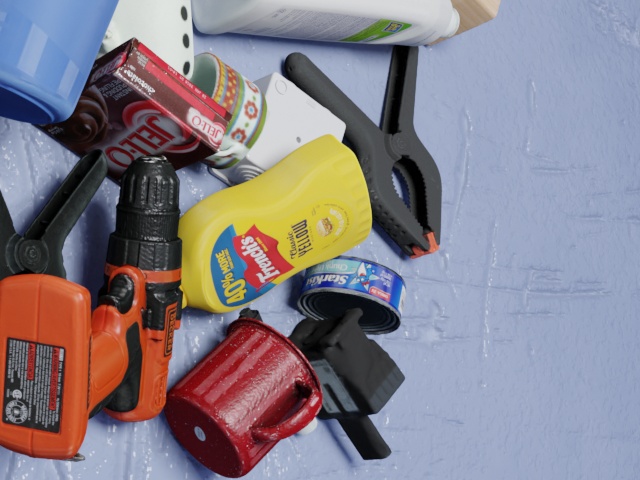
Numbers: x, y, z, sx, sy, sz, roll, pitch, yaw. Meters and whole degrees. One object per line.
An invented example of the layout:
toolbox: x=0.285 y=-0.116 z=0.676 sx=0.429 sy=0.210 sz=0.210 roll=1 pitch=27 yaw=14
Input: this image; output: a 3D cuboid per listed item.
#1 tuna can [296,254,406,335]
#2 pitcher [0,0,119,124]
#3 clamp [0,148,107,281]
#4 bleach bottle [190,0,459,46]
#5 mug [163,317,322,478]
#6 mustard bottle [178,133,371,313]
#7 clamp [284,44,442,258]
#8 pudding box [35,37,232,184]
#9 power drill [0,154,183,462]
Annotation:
tuna can: x=0.026 y=0.045 z=0.866 sx=0.086 sy=0.086 sz=0.033 roll=31 pitch=60 yaw=-33
pitcher: x=-0.178 y=-0.204 z=0.654 sx=0.144 sy=0.149 sz=0.243 roll=32 pitch=72 yaw=-55
clamp: x=-0.185 y=0.005 z=0.678 sx=0.120 sy=0.039 sz=0.171 roll=2 pitch=85 yaw=-43
bleach bottle: x=0.019 y=-0.200 z=0.904 sx=0.250 sy=0.103 sz=0.068 roll=0 pitch=83 yaw=-42
mug: x=-0.050 y=0.118 z=0.765 sx=0.081 sy=0.117 sz=0.093 roll=-42 pitch=124 yaw=-34
mustard bottle: x=-0.055 y=0.001 z=0.795 sx=0.191 sy=0.058 sz=0.096 roll=-29 pitch=137 yaw=-16
clamp: x=0.051 y=-0.085 z=0.951 sx=0.164 sy=0.036 sz=0.210 roll=-10 pitch=83 yaw=-41
pudding box: x=-0.130 y=-0.084 z=0.737 sx=0.090 sy=0.114 sz=0.039 roll=38 pitch=57 yaw=-29
power drill: x=-0.134 y=0.043 z=0.662 sx=0.187 sy=0.057 sz=0.184 roll=-32 pitch=128 yaw=-75
